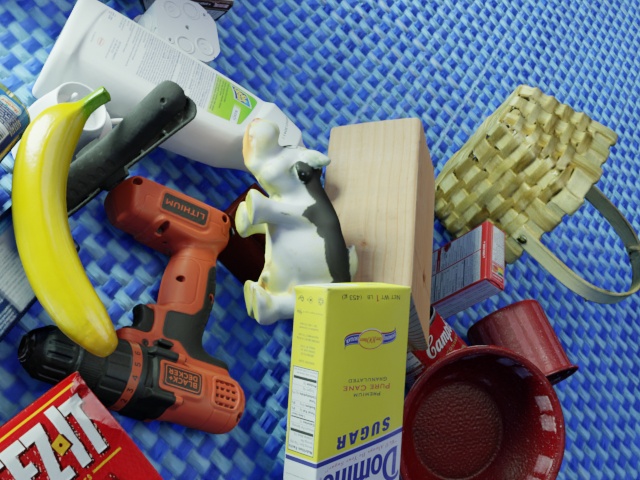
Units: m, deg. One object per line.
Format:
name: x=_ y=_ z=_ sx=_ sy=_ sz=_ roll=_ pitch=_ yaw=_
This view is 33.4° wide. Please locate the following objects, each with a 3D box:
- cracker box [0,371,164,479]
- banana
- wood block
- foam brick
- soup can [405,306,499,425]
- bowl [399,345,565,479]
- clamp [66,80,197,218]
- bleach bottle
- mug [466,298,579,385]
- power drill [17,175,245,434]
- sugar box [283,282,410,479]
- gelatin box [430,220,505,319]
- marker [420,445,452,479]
cracker box: x=-0.157 y=0.216 z=0.684 sx=0.213 sy=0.072 sz=0.164 roll=52 pitch=41 yaw=-2
banana: x=-0.177 y=-0.015 z=0.730 sx=0.037 sy=0.070 sz=0.198 roll=54 pitch=29 yaw=-70
wood block: x=0.053 y=-0.007 z=0.987 sx=0.091 sy=0.090 sz=0.206 roll=68 pitch=22 yaw=-47
foam brick: x=-0.056 y=0.001 z=0.934 sx=0.078 sy=0.051 sz=0.053 roll=47 pitch=43 yaw=-9
soup can: x=0.113 y=0.121 z=1.003 sx=0.102 sy=0.069 sz=0.068 roll=47 pitch=42 yaw=-10
bowl: x=0.132 y=0.172 z=0.941 sx=0.162 sy=0.055 sz=0.162 roll=1 pitch=88 yaw=-17
clamp: x=-0.160 y=-0.062 z=0.802 sx=0.171 sy=0.120 sz=0.039 roll=-43 pitch=88 yaw=-9
bleach bottle: x=-0.111 y=-0.110 z=0.917 sx=0.250 sy=0.068 sz=0.102 roll=27 pitch=43 yaw=-17
mug: x=0.203 y=0.114 z=1.086 sx=0.081 sy=0.093 sz=0.117 roll=66 pitch=11 yaw=19
power drill: x=-0.138 y=0.046 z=0.826 sx=0.184 sy=0.057 sz=0.187 roll=25 pitch=52 yaw=-35
sugar box: x=0.021 y=0.122 z=0.830 sx=0.093 sy=0.048 sz=0.176 roll=1 pitch=90 yaw=-40
gelatin box: x=0.145 y=0.032 z=1.074 sx=0.030 sy=0.089 sz=0.073 roll=32 pitch=46 yaw=-26
marker: x=0.121 y=0.238 z=0.970 sx=0.020 sy=0.020 sz=0.121 roll=-19 pitch=78 yaw=-48
